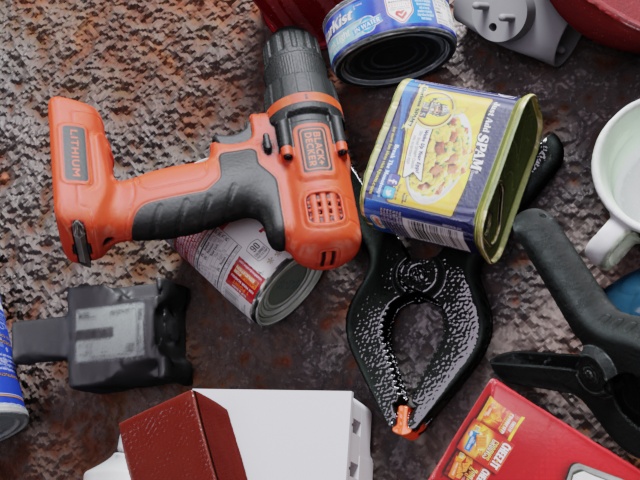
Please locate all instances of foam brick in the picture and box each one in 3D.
[{"bbox_3d":[-0.078,0.137,0.629,0.053,0.051,0.078,-24,65,11],"label":"foam brick"}]

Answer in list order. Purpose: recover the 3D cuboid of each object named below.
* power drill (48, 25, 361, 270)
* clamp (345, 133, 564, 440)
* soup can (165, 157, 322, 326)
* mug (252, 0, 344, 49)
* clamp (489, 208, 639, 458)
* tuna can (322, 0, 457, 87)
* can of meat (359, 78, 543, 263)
[{"bbox_3d":[-0.075,-0.060,0.679,0.187,0.057,0.184,-6,57,-6],"label":"power drill"},{"bbox_3d":[0.076,0.020,0.684,0.165,0.036,0.210,-5,72,18],"label":"clamp"},{"bbox_3d":[-0.055,0.001,0.716,0.102,0.068,0.068,40,92,22],"label":"soup can"},{"bbox_3d":[-0.002,-0.194,0.738,0.117,0.081,0.093,-18,72,14],"label":"mug"},{"bbox_3d":[0.157,0.057,0.587,0.039,0.120,0.172,-26,34,-28],"label":"clamp"},{"bbox_3d":[0.046,-0.133,0.705,0.086,0.086,0.034,-15,74,15],"label":"tuna can"},{"bbox_3d":[0.080,-0.045,0.655,0.084,0.057,0.102,14,74,25],"label":"can of meat"}]
